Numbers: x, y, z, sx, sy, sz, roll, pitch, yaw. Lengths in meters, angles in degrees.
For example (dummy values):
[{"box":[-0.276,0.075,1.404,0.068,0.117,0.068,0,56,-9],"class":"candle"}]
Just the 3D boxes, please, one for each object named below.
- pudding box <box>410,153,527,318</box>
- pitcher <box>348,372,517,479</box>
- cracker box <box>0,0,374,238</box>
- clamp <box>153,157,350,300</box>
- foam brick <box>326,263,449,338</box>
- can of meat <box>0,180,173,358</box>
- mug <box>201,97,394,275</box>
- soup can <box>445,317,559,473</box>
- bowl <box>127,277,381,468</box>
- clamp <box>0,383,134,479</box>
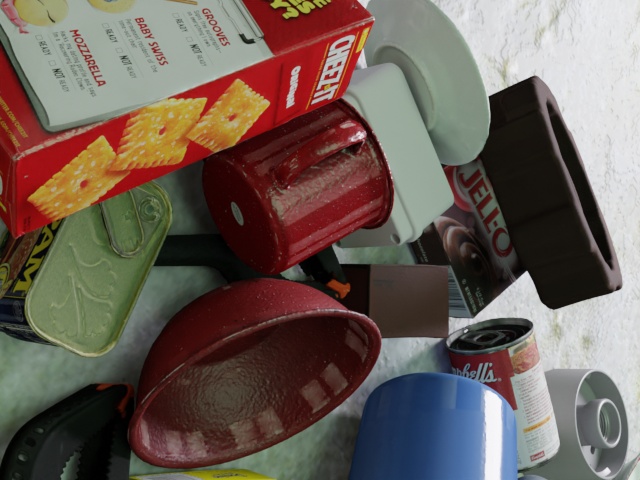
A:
[{"box":[0.110,-0.010,0.810,0.089,0.039,0.113,-35,111,-35],"class":"pudding box"},{"box":[0.057,0.212,0.685,0.149,0.145,0.242,15,51,-4],"class":"pitcher"},{"box":[-0.107,-0.115,0.566,0.213,0.072,0.164,-27,66,-31],"class":"cracker box"},{"box":[-0.054,0.001,0.682,0.171,0.039,0.120,43,68,-23],"class":"clamp"},{"box":[0.046,0.042,0.752,0.078,0.051,0.053,4,86,-38],"class":"foam brick"},{"box":[-0.138,0.009,0.587,0.057,0.084,0.102,33,70,-33],"class":"can of meat"},{"box":[-0.012,-0.035,0.625,0.081,0.117,0.093,-30,86,-27],"class":"mug"},{"box":[0.140,0.118,0.814,0.068,0.069,0.102,-24,105,-36],"class":"soup can"},{"box":[-0.047,0.072,0.644,0.161,0.162,0.055,-1,50,-38],"class":"bowl"},{"box":[-0.148,0.171,0.576,0.209,0.036,0.164,-64,142,-43],"class":"clamp"}]
